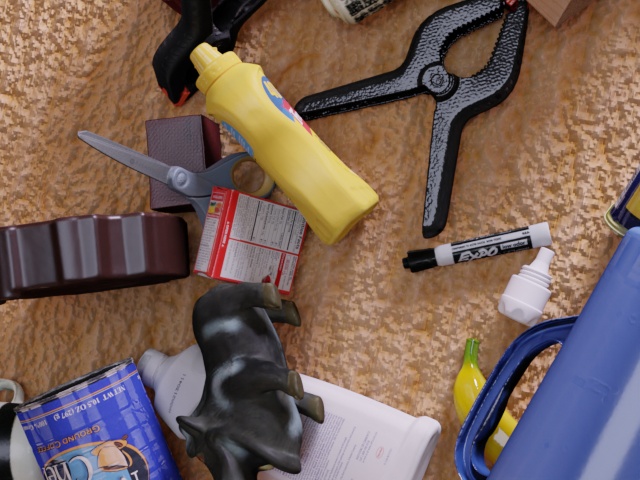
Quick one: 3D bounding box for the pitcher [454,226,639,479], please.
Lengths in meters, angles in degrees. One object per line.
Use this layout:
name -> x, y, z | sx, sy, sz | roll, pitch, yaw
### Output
pitcher -> 0.202, 0.114, 0.739 | 0.149, 0.145, 0.243 | 25, 96, -2

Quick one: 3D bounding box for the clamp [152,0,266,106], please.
clamp -> -0.086, -0.181, 0.894 | 0.120, 0.172, 0.039 | -20, 71, -34

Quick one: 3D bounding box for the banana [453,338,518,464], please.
banana -> 0.173, 0.161, 0.829 | 0.198, 0.037, 0.069 | 38, 96, 14

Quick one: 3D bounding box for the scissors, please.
scissors -> -0.102, -0.061, 0.857 | 0.016, 0.201, 0.096 | 5, 60, 45

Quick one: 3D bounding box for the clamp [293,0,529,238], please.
clamp -> 0.102, -0.116, 0.874 | 0.210, 0.036, 0.164 | -41, 76, 6

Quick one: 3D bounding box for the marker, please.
marker -> 0.126, 0.007, 0.865 | 0.121, 0.020, 0.020 | -12, 82, 12

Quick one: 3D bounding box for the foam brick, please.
foam brick -> -0.115, -0.064, 0.914 | 0.053, 0.051, 0.078 | -5, 84, 12

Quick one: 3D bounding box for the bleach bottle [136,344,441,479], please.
bleach bottle -> -0.036, 0.143, 0.870 | 0.251, 0.068, 0.102 | 23, 86, 17

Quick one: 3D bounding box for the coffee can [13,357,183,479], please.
coffee can -> -0.173, 0.179, 0.864 | 0.103, 0.102, 0.140 | -22, 91, 10

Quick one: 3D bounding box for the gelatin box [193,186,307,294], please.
gelatin box -> -0.056, 0.001, 0.876 | 0.030, 0.089, 0.073 | 11, 87, 47

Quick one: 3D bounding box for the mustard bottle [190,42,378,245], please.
mustard bottle -> -0.036, -0.084, 0.859 | 0.058, 0.096, 0.191 | -43, 87, 6
